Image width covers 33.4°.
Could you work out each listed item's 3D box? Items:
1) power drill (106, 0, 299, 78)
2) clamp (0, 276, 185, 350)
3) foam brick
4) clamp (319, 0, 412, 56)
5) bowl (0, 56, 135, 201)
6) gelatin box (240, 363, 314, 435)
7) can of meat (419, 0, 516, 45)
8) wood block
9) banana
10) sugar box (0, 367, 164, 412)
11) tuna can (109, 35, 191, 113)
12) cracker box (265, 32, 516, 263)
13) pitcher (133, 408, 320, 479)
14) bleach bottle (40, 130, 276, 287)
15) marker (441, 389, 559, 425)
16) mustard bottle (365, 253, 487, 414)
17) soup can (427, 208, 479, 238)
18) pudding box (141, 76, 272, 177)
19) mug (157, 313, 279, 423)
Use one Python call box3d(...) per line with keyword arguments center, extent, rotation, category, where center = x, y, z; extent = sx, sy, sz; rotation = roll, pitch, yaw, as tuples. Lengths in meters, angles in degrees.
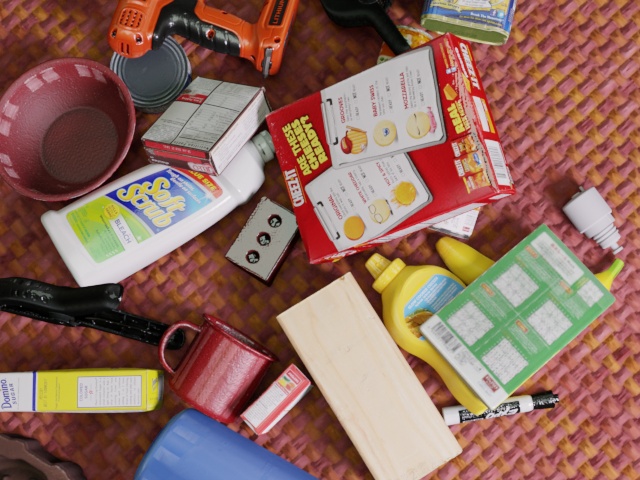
box3d(center=(-0.119, -0.259, 1.146), extent=(0.187, 0.057, 0.184), rotation=(13, 63, 1), category="power drill")
box3d(center=(-0.250, 0.072, 1.100), extent=(0.210, 0.164, 0.036), rotation=(4, 69, 26), category="clamp")
box3d(center=(-0.057, 0.001, 1.123), extent=(0.053, 0.051, 0.078), rotation=(30, 85, 6), category="foam brick")
box3d(center=(0.058, -0.246, 1.124), extent=(0.172, 0.039, 0.120), rotation=(12, 65, 32), category="clamp")
box3d(center=(-0.267, -0.111, 1.137), extent=(0.162, 0.055, 0.162), rotation=(-3, 74, 9), category="bowl")
box3d(center=(-0.043, 0.161, 1.082), extent=(0.073, 0.089, 0.030), rotation=(-45, 82, -4), category="gelatin box")
box3d(center=(0.162, -0.263, 1.148), extent=(0.102, 0.057, 0.084), rotation=(13, 85, 5), category="can of meat")
box3d(center=(0.048, 0.145, 1.080), extent=(0.090, 0.091, 0.206), rotation=(-32, 82, -3), category="wood block")
box3d(center=(0.216, 0.042, 1.117), extent=(0.198, 0.037, 0.069), rotation=(8, 61, 2), category="banana")
box3d(center=(-0.254, 0.153, 1.090), extent=(0.176, 0.093, 0.048), rotation=(1, 82, 2), category="sugar box")
box3d(center=(-0.184, -0.182, 1.162), extent=(0.086, 0.034, 0.086), rotation=(0, 82, 2), category="tuna can")
box3d(center=(0.069, -0.087, 1.064), extent=(0.214, 0.072, 0.164), rotation=(-21, 80, 27), category="cracker box")
box3d(center=(-0.064, 0.274, 1.041), extent=(0.243, 0.149, 0.145), rotation=(30, 79, 10), category="pitcher")
box3d(center=(-0.161, -0.047, 1.130), extent=(0.250, 0.068, 0.102), rotation=(-32, 79, -5), category="bleach bottle")
box3d(center=(0.187, 0.173, 1.106), extent=(0.121, 0.020, 0.020), rotation=(-9, 82, 1), category="marker")
box3d(center=(0.122, 0.082, 1.098), extent=(0.192, 0.058, 0.096), rotation=(42, 65, 7), category="mustard bottle")
box3d(center=(0.137, -0.059, 1.107), extent=(0.068, 0.068, 0.102), rotation=(17, 95, 4), category="soup can")
box3d(center=(-0.118, -0.120, 1.110), extent=(0.090, 0.039, 0.113), rotation=(14, 53, 28), category="pudding box")
box3d(center=(-0.111, 0.127, 1.086), extent=(0.117, 0.093, 0.081), rotation=(32, 89, -17), category="mug")
